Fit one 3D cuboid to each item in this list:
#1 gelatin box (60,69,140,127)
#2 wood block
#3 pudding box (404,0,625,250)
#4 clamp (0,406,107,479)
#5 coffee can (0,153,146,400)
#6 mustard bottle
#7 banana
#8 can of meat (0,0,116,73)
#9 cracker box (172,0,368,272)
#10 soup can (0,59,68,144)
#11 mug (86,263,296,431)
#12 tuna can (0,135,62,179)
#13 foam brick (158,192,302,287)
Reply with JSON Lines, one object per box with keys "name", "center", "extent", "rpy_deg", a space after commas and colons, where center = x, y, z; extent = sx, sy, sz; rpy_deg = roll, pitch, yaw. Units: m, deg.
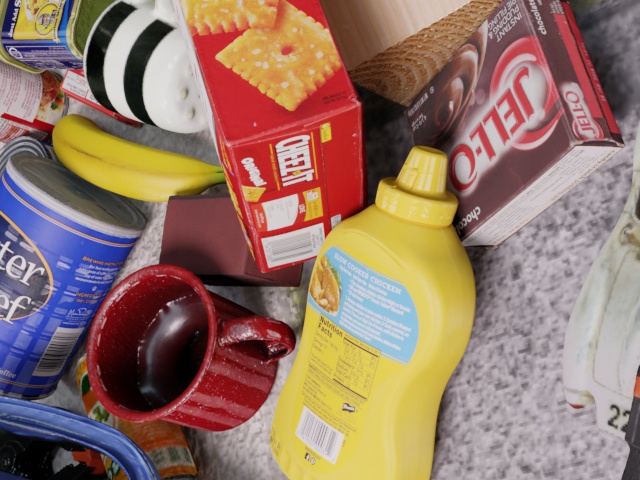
{"name": "gelatin box", "center": [-0.147, -0.136, 0.791], "extent": [0.073, 0.030, 0.089], "rpy_deg": [27, 95, 38]}
{"name": "wood block", "center": [0.035, -0.191, 0.598], "extent": [0.091, 0.090, 0.206], "rpy_deg": [-27, 72, 25]}
{"name": "pudding box", "center": [0.095, -0.058, 0.547], "extent": [0.114, 0.039, 0.090], "rpy_deg": [-49, 48, 52]}
{"name": "clamp", "center": [-0.217, 0.152, 0.768], "extent": [0.172, 0.039, 0.120], "rpy_deg": [-20, 71, 27]}
{"name": "coffee can", "center": [-0.199, 0.025, 0.744], "extent": [0.103, 0.102, 0.140], "rpy_deg": [39, 104, 38]}
{"name": "mustard bottle", "center": [0.032, 0.044, 0.555], "extent": [0.096, 0.058, 0.192], "rpy_deg": [31, 113, 44]}
{"name": "banana", "center": [-0.140, -0.057, 0.743], "extent": [0.198, 0.069, 0.037], "rpy_deg": [21, 105, 39]}
{"name": "can of meat", "center": [-0.181, -0.173, 0.770], "extent": [0.084, 0.057, 0.102], "rpy_deg": [7, 82, 36]}
{"name": "cracker box", "center": [-0.037, -0.112, 0.572], "extent": [0.072, 0.164, 0.214], "rpy_deg": [-17, 68, -4]}
{"name": "soup can", "center": [-0.257, -0.114, 0.826], "extent": [0.069, 0.102, 0.068], "rpy_deg": [-11, 72, 37]}
{"name": "mug", "center": [-0.069, 0.066, 0.639], "extent": [0.117, 0.081, 0.093], "rpy_deg": [-18, 64, 24]}
{"name": "tuna can", "center": [-0.224, -0.035, 0.823], "extent": [0.086, 0.033, 0.086], "rpy_deg": [-11, 72, 36]}
{"name": "foam brick", "center": [-0.054, 0.001, 0.668], "extent": [0.078, 0.052, 0.051], "rpy_deg": [-1, 78, 39]}
